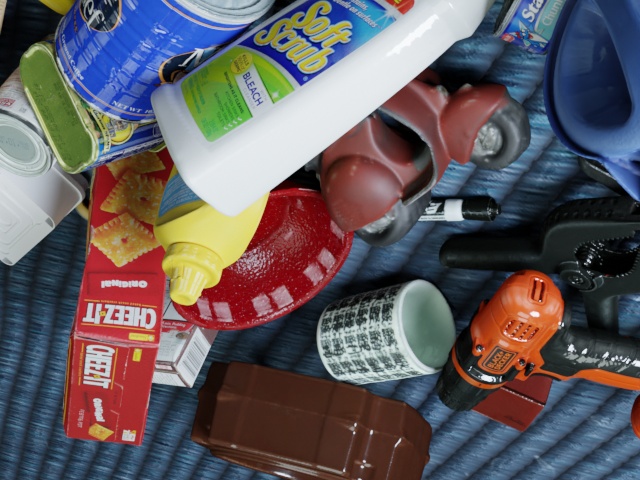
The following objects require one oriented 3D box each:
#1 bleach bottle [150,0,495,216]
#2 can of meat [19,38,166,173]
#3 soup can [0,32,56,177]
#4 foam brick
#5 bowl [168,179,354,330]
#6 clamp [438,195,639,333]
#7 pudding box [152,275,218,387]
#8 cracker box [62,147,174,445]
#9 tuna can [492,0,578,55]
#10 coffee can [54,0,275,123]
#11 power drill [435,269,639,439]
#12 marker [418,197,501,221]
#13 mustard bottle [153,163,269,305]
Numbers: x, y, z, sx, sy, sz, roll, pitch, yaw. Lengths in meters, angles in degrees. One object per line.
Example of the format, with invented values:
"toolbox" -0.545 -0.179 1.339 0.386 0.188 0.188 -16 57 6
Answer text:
"bleach bottle" 0.014 -0.124 0.667 0.251 0.103 0.068 -36 140 13
"can of meat" -0.166 -0.107 0.800 0.058 0.083 0.102 -26 89 45
"soup can" -0.218 -0.107 0.843 0.068 0.102 0.068 15 140 13
"foam brick" 0.158 0.122 0.933 0.078 0.051 0.053 24 142 3
"bowl" -0.056 0.001 0.876 0.162 0.055 0.162 -19 143 -16
"clamp" 0.184 0.013 0.789 0.164 0.036 0.210 26 154 1
"pudding box" -0.143 0.079 1.000 0.090 0.113 0.039 2 138 27
"cracker box" -0.164 0.035 0.880 0.072 0.213 0.164 7 142 -10
"tuna can" 0.133 -0.152 0.618 0.034 0.086 0.086 24 141 0
"coffee can" -0.107 -0.158 0.728 0.102 0.102 0.141 39 139 -15
"power drill" 0.195 0.106 0.827 0.187 0.057 0.185 17 146 -4
"marker" 0.083 -0.024 0.839 0.121 0.020 0.020 0 134 28
"mustard bottle" -0.074 -0.040 0.766 0.096 0.191 0.058 -17 136 40
